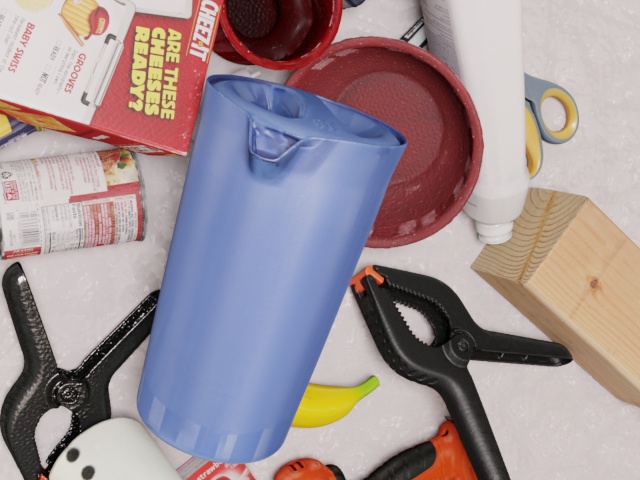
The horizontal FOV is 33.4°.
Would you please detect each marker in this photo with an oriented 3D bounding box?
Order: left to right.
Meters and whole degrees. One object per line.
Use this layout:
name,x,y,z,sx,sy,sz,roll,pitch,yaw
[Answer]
marker,0.100,-0.186,0.861,0.121,0.020,0.020,-47,111,-11

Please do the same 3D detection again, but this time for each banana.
banana,-0.047,0.098,0.830,0.197,0.037,0.069,30,71,-24

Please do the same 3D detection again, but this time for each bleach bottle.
bleach bottle,0.123,-0.114,0.834,0.068,0.102,0.251,-15,121,-7

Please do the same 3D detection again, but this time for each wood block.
wood block,0.243,0.055,0.914,0.206,0.090,0.091,40,82,-22

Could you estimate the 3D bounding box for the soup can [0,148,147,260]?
soup can,-0.178,-0.026,0.741,0.102,0.069,0.068,-9,100,-21

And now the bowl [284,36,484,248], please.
bowl,0.045,-0.078,0.809,0.162,0.055,0.162,5,111,13

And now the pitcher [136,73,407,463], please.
pitcher,-0.039,0.018,0.719,0.149,0.145,0.243,6,111,-36

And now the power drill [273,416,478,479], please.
power drill,0.066,0.241,0.881,0.187,0.057,0.184,-21,104,-19

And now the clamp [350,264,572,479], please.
clamp,0.106,0.101,0.861,0.210,0.036,0.164,35,52,-12

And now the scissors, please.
scissors,0.167,-0.149,0.887,0.096,0.016,0.202,-21,110,-24

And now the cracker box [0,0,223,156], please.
cracker box,-0.172,-0.157,0.667,0.213,0.072,0.164,15,86,-32

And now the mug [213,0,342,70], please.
mug,-0.045,-0.180,0.768,0.093,0.082,0.117,-20,104,-19

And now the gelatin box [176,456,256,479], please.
gelatin box,-0.089,0.209,0.828,0.089,0.030,0.073,-38,109,-14

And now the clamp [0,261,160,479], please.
clamp,-0.192,0.098,0.767,0.120,0.039,0.171,23,88,-20
